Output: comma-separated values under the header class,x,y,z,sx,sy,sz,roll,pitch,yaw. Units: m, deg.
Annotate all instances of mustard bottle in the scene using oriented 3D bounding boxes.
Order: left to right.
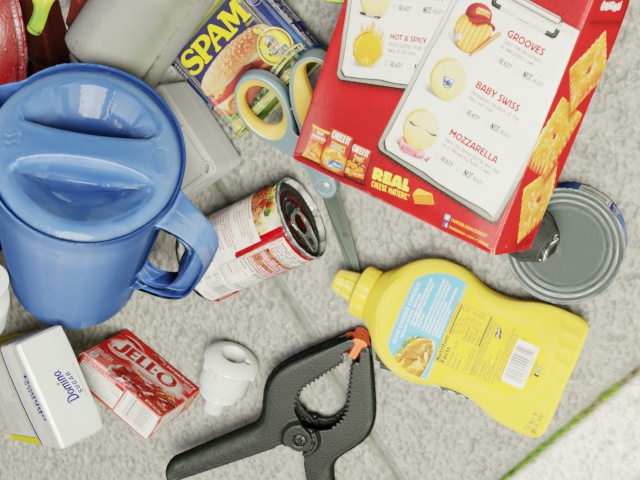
class,x,y,z,sx,sy,sz,roll,pitch,yaw
mustard bottle,0.097,0.067,0.808,0.192,0.058,0.096,23,94,15

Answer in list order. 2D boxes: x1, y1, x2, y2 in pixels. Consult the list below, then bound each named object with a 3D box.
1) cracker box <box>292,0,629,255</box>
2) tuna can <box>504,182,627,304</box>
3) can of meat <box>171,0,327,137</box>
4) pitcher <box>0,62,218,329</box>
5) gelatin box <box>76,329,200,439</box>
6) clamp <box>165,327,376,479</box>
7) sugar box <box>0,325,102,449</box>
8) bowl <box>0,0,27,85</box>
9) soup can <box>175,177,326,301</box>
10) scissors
class,x,y,z,sx,sy,sz,roll,pitch,yaw
cracker box,0.093,-0.120,0.688,0.164,0.072,0.214,27,107,28
tuna can,0.179,0.001,0.777,0.086,0.033,0.086,5,104,20
can of meat,-0.056,-0.142,0.822,0.102,0.057,0.084,-43,88,24
pitcher,-0.173,-0.011,0.802,0.144,0.243,0.149,-11,72,-18
gelatin box,-0.157,0.120,0.911,0.089,0.073,0.030,38,111,10
clamp,-0.026,0.157,0.879,0.164,0.036,0.210,23,108,-1
sugar box,-0.242,0.124,0.909,0.177,0.048,0.093,-14,100,59
bowl,-0.301,-0.172,0.870,0.162,0.055,0.162,23,121,44
soup can,-0.056,0.001,0.847,0.102,0.068,0.068,-24,93,24
scissors,-0.015,-0.052,0.811,0.096,0.016,0.202,8,126,14
